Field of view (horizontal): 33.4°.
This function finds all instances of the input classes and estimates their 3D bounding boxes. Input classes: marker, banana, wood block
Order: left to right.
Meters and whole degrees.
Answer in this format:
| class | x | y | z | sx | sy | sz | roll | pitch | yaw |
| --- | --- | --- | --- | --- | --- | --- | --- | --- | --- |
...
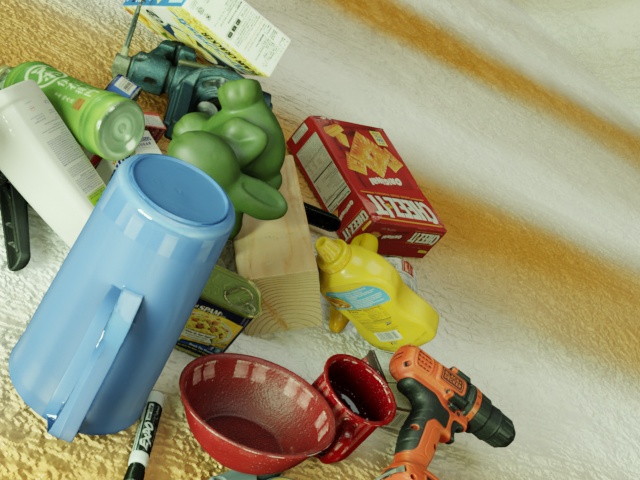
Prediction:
| class | x | y | z | sx | sy | sz | roll | pitch | yaw |
| --- | --- | --- | --- | --- | --- | --- | --- | --- | --- |
| marker | -0.163 | 0.186 | 0.984 | 0.020 | 0.020 | 0.121 | 31 | 31 | -16 |
| wood block | -0.059 | 0.002 | 1.251 | 0.090 | 0.091 | 0.206 | -8 | 43 | -5 |
| banana | 0.046 | 0.041 | 1.365 | 0.037 | 0.070 | 0.197 | 12 | 30 | 7 |

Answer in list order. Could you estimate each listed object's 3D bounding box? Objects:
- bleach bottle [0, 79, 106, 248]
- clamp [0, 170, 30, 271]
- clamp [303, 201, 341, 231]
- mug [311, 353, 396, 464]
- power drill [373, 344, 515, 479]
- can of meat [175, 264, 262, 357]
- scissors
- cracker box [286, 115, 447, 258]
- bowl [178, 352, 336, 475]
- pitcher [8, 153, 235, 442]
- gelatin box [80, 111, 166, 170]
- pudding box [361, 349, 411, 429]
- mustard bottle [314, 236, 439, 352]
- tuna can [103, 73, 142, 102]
| class | x | y | z | sx | sy | sz | roll | pitch | yaw |
| --- | --- | --- | --- | --- | --- | --- | --- | --- | --- |
| bleach bottle | -0.256 | -0.042 | 1.098 | 0.251 | 0.068 | 0.102 | 55 | 19 | -9 |
| clamp | -0.339 | -0.071 | 1.109 | 0.164 | 0.036 | 0.210 | 41 | 27 | -15 |
| clamp | -0.058 | -0.041 | 1.393 | 0.171 | 0.039 | 0.120 | 32 | 26 | -2 |
| mug | 0.019 | 0.188 | 1.125 | 0.093 | 0.082 | 0.117 | 31 | 31 | -16 |
| power drill | 0.139 | 0.230 | 1.190 | 0.184 | 0.057 | 0.187 | 36 | 42 | -17 |
| can of meat | -0.125 | 0.072 | 1.115 | 0.102 | 0.084 | 0.057 | 26 | 32 | -23 |
| scissors | -0.080 | 0.243 | 1.002 | 0.096 | 0.016 | 0.201 | 44 | 29 | 16 |
| cracker box | 0.068 | -0.080 | 1.553 | 0.163 | 0.072 | 0.214 | 5 | 45 | -44 |
| bowl | -0.068 | 0.178 | 1.042 | 0.162 | 0.055 | 0.162 | 19 | 24 | -9 |
| pitcher | -0.172 | 0.052 | 0.928 | 0.144 | 0.243 | 0.149 | -5 | 46 | -47 |
| gelatin box | -0.232 | -0.111 | 1.236 | 0.073 | 0.089 | 0.030 | 3 | 48 | -47 |
| pudding box | 0.105 | 0.182 | 1.276 | 0.113 | 0.039 | 0.090 | 17 | 37 | -37 |
| mustard bottle | 0.053 | 0.058 | 1.241 | 0.191 | 0.096 | 0.058 | 46 | 48 | -37 |
| tuna can | -0.251 | -0.157 | 1.281 | 0.033 | 0.086 | 0.086 | 34 | 30 | -8 |
